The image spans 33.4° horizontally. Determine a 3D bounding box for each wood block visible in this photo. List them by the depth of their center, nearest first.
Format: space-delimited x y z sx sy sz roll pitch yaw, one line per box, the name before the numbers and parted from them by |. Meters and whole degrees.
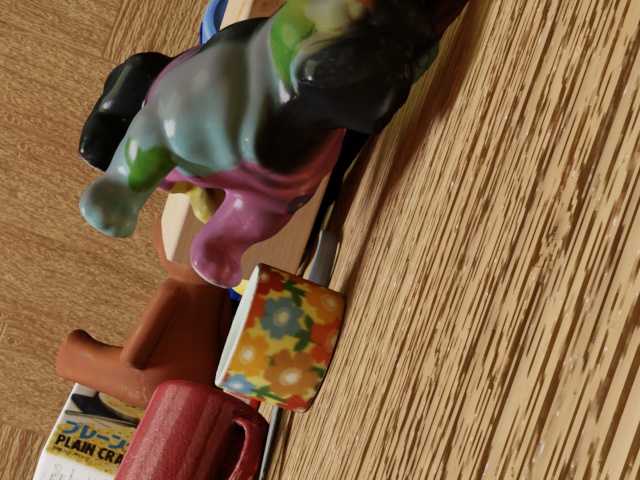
wood block | -0.036 -0.083 0.730 0.090 0.090 0.206 -117 44 -67

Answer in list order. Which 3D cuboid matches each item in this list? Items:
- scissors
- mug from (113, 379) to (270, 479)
scissors | -0.013 0.060 0.669 0.201 0.016 0.096 -85 16 -67
mug | -0.075 0.139 0.670 0.117 0.093 0.081 -21 40 53
